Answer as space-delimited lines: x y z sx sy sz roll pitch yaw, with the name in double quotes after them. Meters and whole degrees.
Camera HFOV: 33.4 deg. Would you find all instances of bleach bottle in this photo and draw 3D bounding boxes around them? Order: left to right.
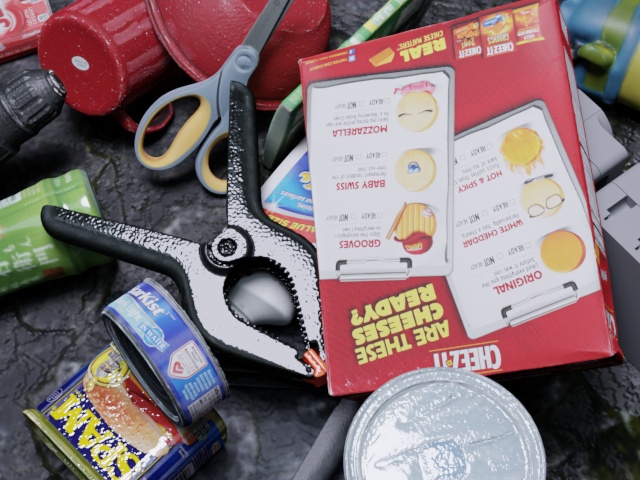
0.013 -0.024 0.744 0.103 0.068 0.250 35 71 17 "bleach bottle"

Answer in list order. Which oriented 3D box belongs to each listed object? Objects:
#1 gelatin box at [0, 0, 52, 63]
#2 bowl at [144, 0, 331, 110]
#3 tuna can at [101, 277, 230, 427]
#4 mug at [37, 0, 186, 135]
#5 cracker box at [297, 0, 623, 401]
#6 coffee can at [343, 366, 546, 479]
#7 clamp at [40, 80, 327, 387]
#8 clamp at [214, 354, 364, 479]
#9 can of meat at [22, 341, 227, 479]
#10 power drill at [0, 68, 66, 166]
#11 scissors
-0.258 -0.188 0.868 0.073 0.030 0.089 -20 61 -6 "gelatin box"
-0.047 -0.179 0.788 0.161 0.055 0.162 17 58 -30 "bowl"
-0.091 0.066 0.624 0.033 0.086 0.086 -35 65 -19 "tuna can"
-0.148 -0.132 0.791 0.093 0.117 0.081 -6 26 36 "mug"
0.081 -0.020 0.640 0.164 0.072 0.214 -11 75 21 "cracker box"
0.066 0.145 0.600 0.103 0.140 0.103 -1 61 2 "coffee can"
-0.054 0.001 0.684 0.164 0.036 0.210 -43 74 -14 "clamp"
0.011 0.090 0.694 0.171 0.039 0.120 -33 69 -18 "clamp"
-0.121 0.119 0.675 0.102 0.057 0.083 39 67 21 "can of meat"
-0.285 -0.114 0.789 0.184 0.057 0.188 -32 59 8 "power drill"
-0.045 -0.108 0.749 0.202 0.096 0.016 -39 23 17 "scissors"
